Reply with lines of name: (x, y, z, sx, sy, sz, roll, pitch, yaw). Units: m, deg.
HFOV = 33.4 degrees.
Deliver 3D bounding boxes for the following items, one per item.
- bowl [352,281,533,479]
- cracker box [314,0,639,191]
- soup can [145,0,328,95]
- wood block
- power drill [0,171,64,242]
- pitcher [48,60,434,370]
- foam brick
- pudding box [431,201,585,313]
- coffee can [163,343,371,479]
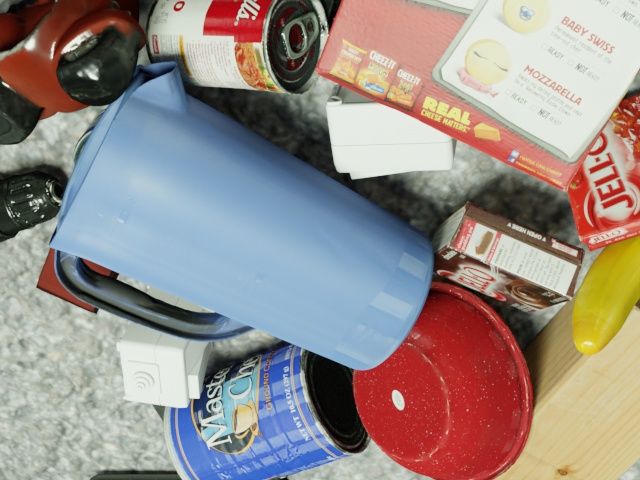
bowl: (0.077, 0.114, 0.803, 0.162, 0.055, 0.162, 11, 106, 43)
cracker box: (0.112, -0.155, 0.575, 0.164, 0.072, 0.214, 26, 126, 3)
soup can: (-0.055, -0.131, 0.695, 0.102, 0.068, 0.068, 9, 128, 34)
wood block: (0.206, 0.110, 0.801, 0.090, 0.090, 0.206, 28, 125, -8)
power drill: (-0.309, -0.069, 0.820, 0.185, 0.057, 0.187, -16, 119, 22)
pitcher: (-0.055, 0.001, 0.727, 0.242, 0.145, 0.149, 27, 162, -14)
foam brick: (-0.178, 0.008, 0.830, 0.053, 0.078, 0.051, 25, 125, -7)
pudding box: (0.125, 0.014, 0.747, 0.090, 0.039, 0.113, 22, 169, 0)
coffee can: (-0.043, 0.145, 0.875, 0.140, 0.102, 0.102, -23, 115, 26)
